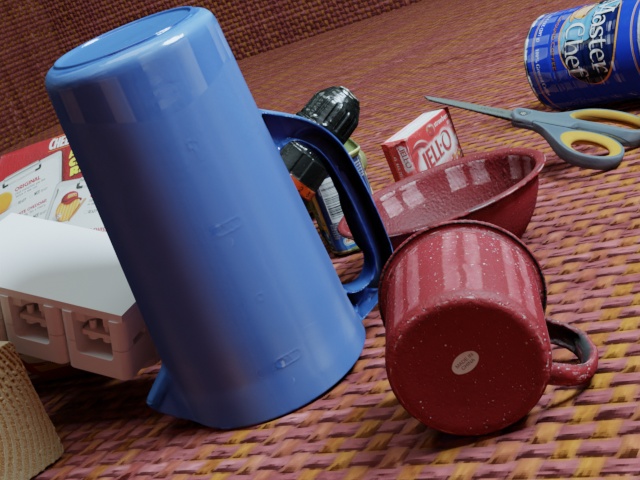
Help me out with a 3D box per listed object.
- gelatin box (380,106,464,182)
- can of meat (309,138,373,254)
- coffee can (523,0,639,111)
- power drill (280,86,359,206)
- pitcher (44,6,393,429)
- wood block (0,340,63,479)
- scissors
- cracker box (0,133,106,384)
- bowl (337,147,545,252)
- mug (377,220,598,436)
[{"bbox_3d":[0.097,-0.071,0.958,0.030,0.073,0.089,-10,18,37],"label":"gelatin box"},{"bbox_3d":[0.016,-0.040,0.943,0.057,0.084,0.102,-22,15,-3],"label":"can of meat"},{"bbox_3d":[0.287,-0.186,1.049,0.102,0.103,0.141,-32,18,-35],"label":"coffee can"},{"bbox_3d":[-0.048,-0.051,0.851,0.184,0.057,0.188,-50,14,2],"label":"power drill"},{"bbox_3d":[-0.063,-0.020,0.667,0.145,0.243,0.149,-9,25,29],"label":"pitcher"},{"bbox_3d":[-0.281,0.127,0.750,0.207,0.090,0.090,-5,22,48],"label":"wood block"},{"bbox_3d":[0.179,-0.095,0.917,0.202,0.016,0.096,7,35,16],"label":"scissors"},{"bbox_3d":[-0.206,0.008,0.901,0.164,0.072,0.213,-15,53,24],"label":"cracker box"},{"bbox_3d":[0.096,-0.013,0.794,0.162,0.055,0.162,-20,15,5],"label":"bowl"},{"bbox_3d":[0.086,0.050,0.552,0.117,0.093,0.081,16,23,-2],"label":"mug"}]
